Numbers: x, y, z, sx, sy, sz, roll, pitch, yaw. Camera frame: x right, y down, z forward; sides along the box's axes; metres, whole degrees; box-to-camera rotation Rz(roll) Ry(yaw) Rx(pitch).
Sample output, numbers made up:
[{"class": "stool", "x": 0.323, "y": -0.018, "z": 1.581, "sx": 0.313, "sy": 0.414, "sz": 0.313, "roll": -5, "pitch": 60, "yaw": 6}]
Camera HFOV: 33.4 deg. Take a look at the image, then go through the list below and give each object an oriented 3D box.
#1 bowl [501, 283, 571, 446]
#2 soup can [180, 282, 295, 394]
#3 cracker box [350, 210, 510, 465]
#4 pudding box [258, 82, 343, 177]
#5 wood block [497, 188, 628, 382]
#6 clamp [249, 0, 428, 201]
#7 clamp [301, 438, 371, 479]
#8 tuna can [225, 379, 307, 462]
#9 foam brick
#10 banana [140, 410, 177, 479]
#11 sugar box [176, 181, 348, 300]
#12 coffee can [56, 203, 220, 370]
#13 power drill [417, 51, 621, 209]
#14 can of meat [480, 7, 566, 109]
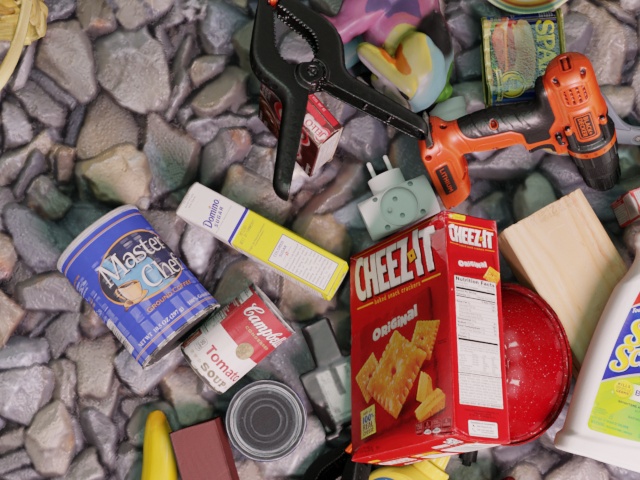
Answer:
[{"class": "bowl", "x": 0.164, "y": 0.121, "z": 1.046, "sx": 0.162, "sy": 0.055, "sz": 0.162, "roll": -5, "pitch": 83, "yaw": 47}, {"class": "soup can", "x": -0.086, "y": 0.102, "z": 1.104, "sx": 0.102, "sy": 0.068, "sz": 0.068, "roll": -40, "pitch": 83, "yaw": -1}, {"class": "cracker box", "x": 0.097, "y": 0.098, "z": 1.020, "sx": 0.072, "sy": 0.164, "sz": 0.213, "roll": 11, "pitch": 67, "yaw": -30}, {"class": "pudding box", "x": -0.022, "y": -0.122, "z": 1.100, "sx": 0.039, "sy": 0.113, "sz": 0.090, "roll": -38, "pitch": 83, "yaw": -10}, {"class": "wood block", "x": 0.268, "y": 0.062, "z": 1.076, "sx": 0.090, "sy": 0.091, "sz": 0.206, "roll": -29, "pitch": 84, "yaw": 0}, {"class": "clamp", "x": -0.016, "y": -0.148, "z": 1.028, "sx": 0.164, "sy": 0.036, "sz": 0.210, "roll": -31, "pitch": 82, "yaw": -17}, {"class": "clamp", "x": -0.013, "y": 0.273, "z": 1.084, "sx": 0.120, "sy": 0.039, "sz": 0.171, "roll": 15, "pitch": 62, "yaw": 44}, {"class": "tuna can", "x": -0.056, "y": 0.186, "z": 1.107, "sx": 0.086, "sy": 0.034, "sz": 0.086, "roll": 0, "pitch": 81, "yaw": -1}, {"class": "foam brick", "x": -0.119, "y": 0.226, "z": 1.101, "sx": 0.051, "sy": 0.053, "sz": 0.078, "roll": -16, "pitch": 83, "yaw": 2}, {"class": "banana", "x": -0.189, "y": 0.278, "z": 1.107, "sx": 0.069, "sy": 0.037, "sz": 0.198, "roll": 26, "pitch": 86, "yaw": 5}, {"class": "sugar box", "x": -0.057, "y": 0.001, "z": 1.100, "sx": 0.176, "sy": 0.093, "sz": 0.048, "roll": 31, "pitch": 86, "yaw": 5}, {"class": "coffee can", "x": -0.187, "y": 0.047, "z": 1.098, "sx": 0.103, "sy": 0.103, "sz": 0.140, "roll": -41, "pitch": 84, "yaw": -1}, {"class": "power drill", "x": 0.203, "y": -0.094, "z": 1.081, "sx": 0.188, "sy": 0.184, "sz": 0.057, "roll": -18, "pitch": 46, "yaw": 15}, {"class": "can of meat", "x": 0.213, "y": -0.189, "z": 1.122, "sx": 0.084, "sy": 0.057, "sz": 0.102, "roll": -4, "pitch": 84, "yaw": 5}]
